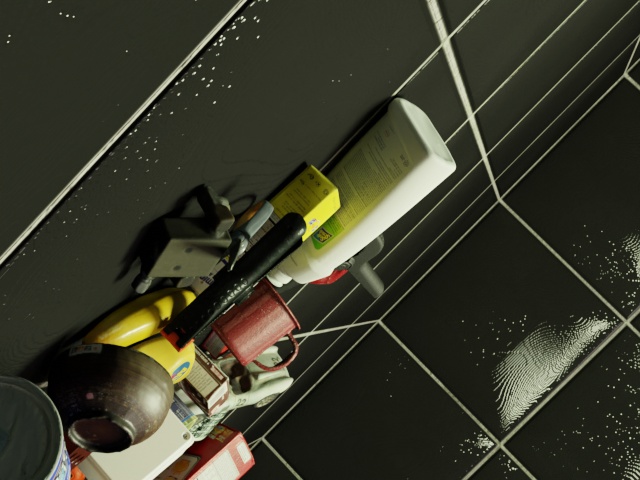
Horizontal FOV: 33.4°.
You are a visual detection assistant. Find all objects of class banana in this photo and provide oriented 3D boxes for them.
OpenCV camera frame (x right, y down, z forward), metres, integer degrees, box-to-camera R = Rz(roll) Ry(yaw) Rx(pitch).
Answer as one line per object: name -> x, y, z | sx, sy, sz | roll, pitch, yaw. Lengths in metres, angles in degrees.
banana -> -0.159, 0.076, 1.026 | 0.070, 0.037, 0.197 | -47, 170, 11

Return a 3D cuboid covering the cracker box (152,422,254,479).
cracker box -> -0.222, 0.336, 1.497 | 0.213, 0.072, 0.164 | -40, -147, -29

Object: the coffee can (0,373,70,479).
coffee can -> -0.254, 0.174, 0.850 | 0.102, 0.103, 0.140 | -40, 169, -22

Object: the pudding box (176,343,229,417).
pudding box -> -0.149, 0.154, 1.240 | 0.039, 0.090, 0.113 | -43, 170, -19

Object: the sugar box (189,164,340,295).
sugar box -> -0.057, 0.002, 1.111 | 0.176, 0.048, 0.093 | -45, 170, -4

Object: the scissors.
scissors -> -0.088, 0.013, 0.967 | 0.096, 0.016, 0.201 | -39, -171, 21

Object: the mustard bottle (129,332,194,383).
mustard bottle -> -0.183, 0.133, 1.099 | 0.096, 0.058, 0.191 | -36, 175, 23

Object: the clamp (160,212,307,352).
clamp -> -0.076, 0.037, 1.007 | 0.171, 0.039, 0.120 | -40, 171, 3

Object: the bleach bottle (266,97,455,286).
bleach bottle -> 0.029, -0.040, 1.193 | 0.251, 0.103, 0.068 | -41, 146, 23

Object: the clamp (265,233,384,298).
clamp -> 0.032, 0.020, 1.336 | 0.164, 0.036, 0.210 | 4, 149, -21

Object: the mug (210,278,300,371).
mug -> -0.076, 0.102, 1.257 | 0.081, 0.117, 0.093 | -38, -179, -9

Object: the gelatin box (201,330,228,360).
gelatin box -> -0.107, 0.110, 1.400 | 0.073, 0.030, 0.089 | -32, 164, -50
